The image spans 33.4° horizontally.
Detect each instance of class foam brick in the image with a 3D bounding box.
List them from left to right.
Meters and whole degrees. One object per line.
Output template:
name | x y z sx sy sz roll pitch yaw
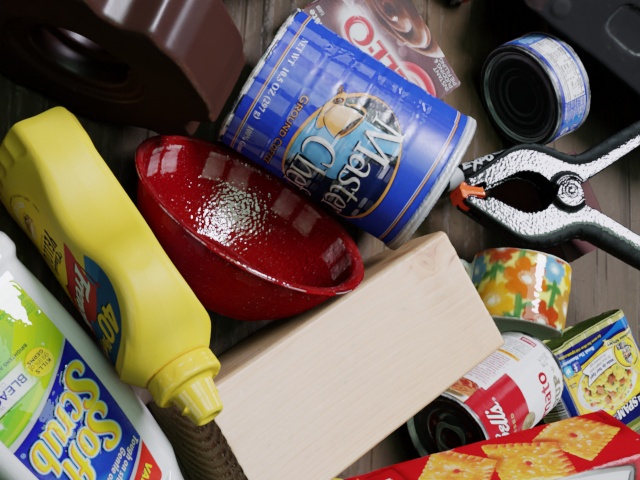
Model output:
foam brick | 0.180 -0.021 0.832 0.052 0.051 0.078 -25 92 -30

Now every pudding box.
pudding box | 0.039 -0.137 0.788 0.089 0.039 0.113 -37 98 -29

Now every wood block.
wood block | 0.007 0.086 0.693 0.205 0.090 0.091 -32 95 -30

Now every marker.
marker | 0.120 -0.053 0.825 0.120 0.020 0.020 -19 88 -30

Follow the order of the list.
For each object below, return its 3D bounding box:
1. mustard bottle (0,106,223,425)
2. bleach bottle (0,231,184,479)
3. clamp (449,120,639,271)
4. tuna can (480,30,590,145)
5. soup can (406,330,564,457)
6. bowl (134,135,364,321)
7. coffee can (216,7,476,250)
mustard bottle | -0.114 0.022 0.604 0.058 0.096 0.192 -28 71 -29
bleach bottle | -0.137 0.118 0.625 0.250 0.068 0.102 47 65 -14
clamp | 0.183 -0.023 0.778 0.171 0.039 0.120 -9 71 -8
tuna can | 0.164 -0.116 0.825 0.033 0.086 0.086 -27 92 -29
soup can | 0.117 0.114 0.750 0.102 0.069 0.068 -30 94 -42
bowl | -0.054 0.001 0.671 0.162 0.162 0.055 28 112 -13
coffee can | 0.017 -0.073 0.709 0.140 0.103 0.102 32 65 -3
